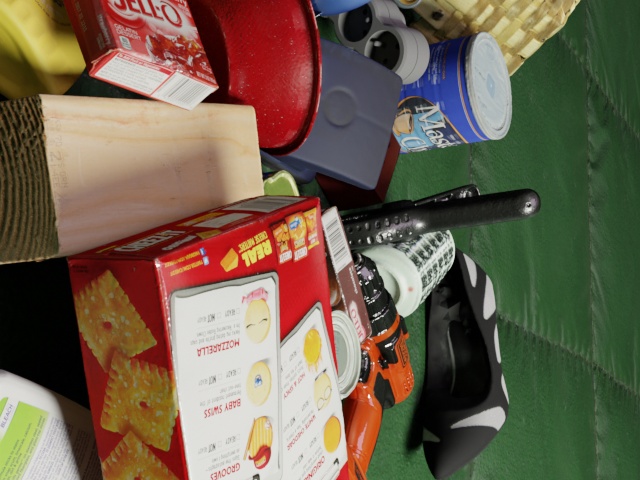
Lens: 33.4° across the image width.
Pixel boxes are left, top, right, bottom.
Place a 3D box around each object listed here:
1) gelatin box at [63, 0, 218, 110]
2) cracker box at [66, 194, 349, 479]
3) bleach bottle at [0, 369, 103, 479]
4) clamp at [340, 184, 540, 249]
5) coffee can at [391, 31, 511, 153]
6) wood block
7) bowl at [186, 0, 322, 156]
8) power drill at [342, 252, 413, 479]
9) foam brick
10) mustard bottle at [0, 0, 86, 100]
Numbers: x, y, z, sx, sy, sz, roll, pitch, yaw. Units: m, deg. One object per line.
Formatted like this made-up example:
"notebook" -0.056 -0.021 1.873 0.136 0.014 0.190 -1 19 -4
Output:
"gelatin box" -0.108 -0.124 0.637 0.089 0.030 0.073 14 48 -54
"cracker box" -0.058 0.092 0.631 0.163 0.072 0.214 -25 113 -56
"bleach bottle" -0.172 0.117 0.596 0.250 0.068 0.102 49 45 -41
"clamp" 0.075 -0.019 0.952 0.164 0.210 0.036 -124 -158 -84
"coffee can" 0.103 -0.139 1.043 0.102 0.141 0.103 19 67 -57
"wood block" -0.130 -0.039 0.672 0.205 0.091 0.090 -9 92 -60
"bowl" -0.063 -0.137 0.781 0.055 0.162 0.162 -14 97 -29
"power drill" 0.029 0.129 0.921 0.184 0.057 0.187 69 33 -41
"foam brick" 0.035 -0.075 1.001 0.053 0.051 0.078 56 40 -38
"mustard bottle" -0.159 -0.173 0.681 0.096 0.058 0.191 52 40 -24
